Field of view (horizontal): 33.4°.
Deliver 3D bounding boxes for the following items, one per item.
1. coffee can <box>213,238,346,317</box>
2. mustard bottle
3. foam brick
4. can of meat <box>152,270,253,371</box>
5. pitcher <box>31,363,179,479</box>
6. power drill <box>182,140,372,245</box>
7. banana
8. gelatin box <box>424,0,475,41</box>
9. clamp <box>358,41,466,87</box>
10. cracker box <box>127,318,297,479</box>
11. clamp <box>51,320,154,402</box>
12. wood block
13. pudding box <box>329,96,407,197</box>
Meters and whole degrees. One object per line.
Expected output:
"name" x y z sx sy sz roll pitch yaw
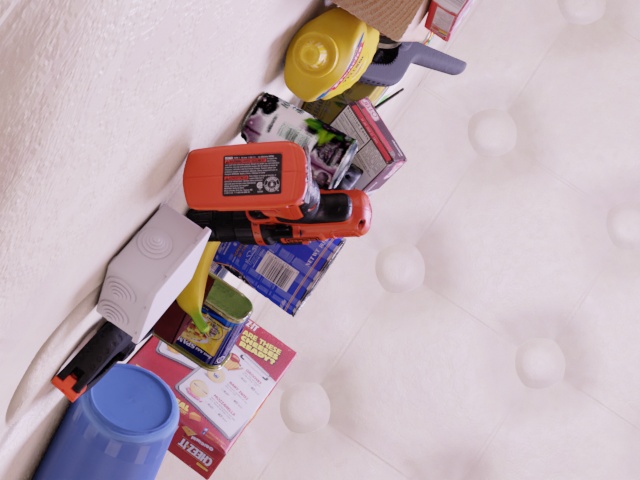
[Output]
"coffee can" -0.058 0.001 1.147 0.103 0.140 0.103 -56 177 -5
"mustard bottle" 0.008 -0.179 1.027 0.096 0.058 0.191 -51 178 14
"foam brick" -0.154 0.062 1.128 0.053 0.051 0.078 -53 176 -38
"can of meat" -0.136 0.086 1.222 0.084 0.102 0.057 -60 174 33
"pitcher" -0.234 0.244 1.154 0.149 0.144 0.243 -103 -146 -49
"power drill" -0.057 -0.036 0.958 0.187 0.184 0.057 36 51 -73
"banana" -0.101 -0.007 1.077 0.198 0.070 0.037 -65 171 -4
"gelatin box" 0.129 -0.227 0.940 0.089 0.030 0.073 -56 177 -6
"clamp" 0.088 -0.250 1.259 0.036 0.164 0.209 -3 -161 47
"cracker box" -0.149 0.176 1.365 0.072 0.164 0.213 -56 177 38
"clamp" -0.185 0.085 1.007 0.120 0.039 0.171 -59 175 33
"wood block" 0.070 -0.244 0.993 0.090 0.091 0.206 -58 177 14
"pudding box" 0.039 -0.098 1.238 0.039 0.090 0.114 -19 163 -42
